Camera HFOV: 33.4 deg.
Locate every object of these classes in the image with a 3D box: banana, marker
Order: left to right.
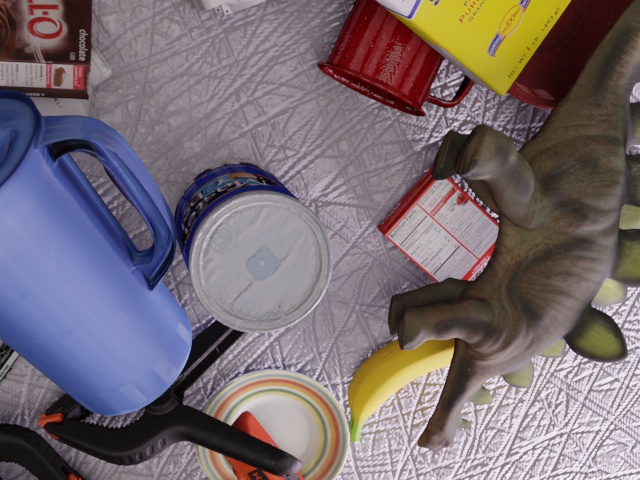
[{"bbox_3d":[-0.266,0.113,0.858,0.020,0.020,0.121,35,94,-17],"label":"marker"},{"bbox_3d":[0.101,0.104,0.928,0.197,0.037,0.069,-24,124,-5],"label":"banana"}]

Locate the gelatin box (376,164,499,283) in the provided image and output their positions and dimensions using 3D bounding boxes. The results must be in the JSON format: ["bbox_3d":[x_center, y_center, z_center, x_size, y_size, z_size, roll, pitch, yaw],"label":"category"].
[{"bbox_3d":[0.104,-0.008,0.903,0.089,0.030,0.073,41,93,-17],"label":"gelatin box"}]

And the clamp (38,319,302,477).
[{"bbox_3d":[-0.117,0.134,0.846,0.210,0.164,0.036,-18,145,0],"label":"clamp"}]

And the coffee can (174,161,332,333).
[{"bbox_3d":[-0.055,0.001,0.813,0.102,0.140,0.103,-3,103,-12],"label":"coffee can"}]

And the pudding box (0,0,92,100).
[{"bbox_3d":[-0.209,-0.152,0.763,0.090,0.113,0.039,0,142,-12],"label":"pudding box"}]

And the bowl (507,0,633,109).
[{"bbox_3d":[0.189,-0.190,0.860,0.162,0.055,0.162,-5,110,-15],"label":"bowl"}]

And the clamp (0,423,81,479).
[{"bbox_3d":[-0.272,0.166,0.834,0.171,0.039,0.120,5,109,-1],"label":"clamp"}]

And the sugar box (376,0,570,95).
[{"bbox_3d":[0.094,-0.186,0.753,0.176,0.048,0.093,29,98,-41],"label":"sugar box"}]

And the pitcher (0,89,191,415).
[{"bbox_3d":[-0.183,0.017,0.759,0.145,0.149,0.242,-52,135,-20],"label":"pitcher"}]

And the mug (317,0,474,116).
[{"bbox_3d":[0.067,-0.147,0.830,0.117,0.093,0.081,25,92,-3],"label":"mug"}]
